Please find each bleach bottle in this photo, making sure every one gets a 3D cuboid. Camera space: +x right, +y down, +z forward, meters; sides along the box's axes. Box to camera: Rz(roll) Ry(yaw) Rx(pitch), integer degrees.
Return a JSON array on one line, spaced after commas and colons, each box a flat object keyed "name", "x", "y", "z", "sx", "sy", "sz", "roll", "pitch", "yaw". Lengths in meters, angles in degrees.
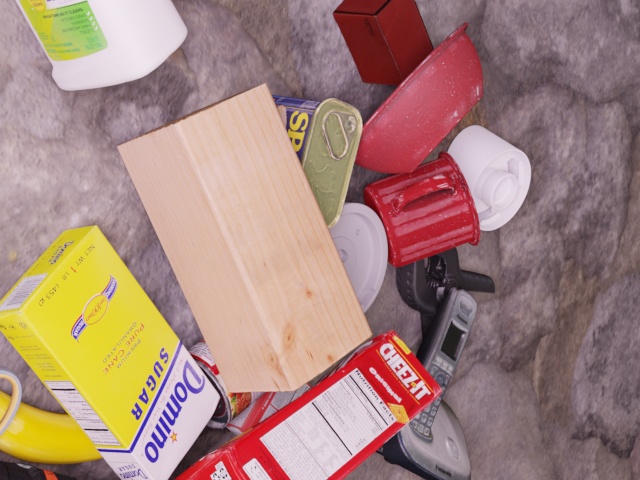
[{"name": "bleach bottle", "x": -0.182, "y": -0.214, "z": 0.653, "sx": 0.068, "sy": 0.103, "sz": 0.250, "roll": -53, "pitch": 127, "yaw": -35}]

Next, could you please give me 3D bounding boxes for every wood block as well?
[{"name": "wood block", "x": -0.055, "y": 0.001, "z": 0.794, "sx": 0.090, "sy": 0.091, "sz": 0.206, "roll": -31, "pitch": 102, "yaw": -38}]

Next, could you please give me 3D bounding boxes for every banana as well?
[{"name": "banana", "x": -0.179, "y": 0.131, "z": 0.783, "sx": 0.197, "sy": 0.037, "sz": 0.069, "roll": 18, "pitch": 88, "yaw": -48}]

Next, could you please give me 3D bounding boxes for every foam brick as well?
[{"name": "foam brick", "x": 0.057, "y": -0.183, "z": 0.940, "sx": 0.051, "sy": 0.053, "sz": 0.078, "roll": -50, "pitch": 132, "yaw": -26}]

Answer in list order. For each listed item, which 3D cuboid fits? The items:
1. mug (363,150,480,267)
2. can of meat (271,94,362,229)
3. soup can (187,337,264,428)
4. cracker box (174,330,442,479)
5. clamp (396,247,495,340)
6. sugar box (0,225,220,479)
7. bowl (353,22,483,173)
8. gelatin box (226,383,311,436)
[{"name": "mug", "x": 0.091, "y": -0.029, "z": 0.967, "sx": 0.081, "sy": 0.117, "sz": 0.093, "roll": -20, "pitch": 76, "yaw": -6}, {"name": "can of meat", "x": -0.023, "y": -0.066, "z": 0.862, "sx": 0.057, "sy": 0.084, "sz": 0.102, "roll": 13, "pitch": 91, "yaw": -48}, {"name": "soup can", "x": -0.064, "y": 0.098, "z": 0.876, "sx": 0.102, "sy": 0.069, "sz": 0.068, "roll": -36, "pitch": 125, "yaw": -36}, {"name": "cracker box", "x": -0.029, "y": 0.166, "z": 0.796, "sx": 0.072, "sy": 0.164, "sz": 0.213, "roll": 53, "pitch": 39, "yaw": 7}, {"name": "clamp", "x": 0.115, "y": 0.057, "z": 1.082, "sx": 0.171, "sy": 0.039, "sz": 0.120, "roll": 42, "pitch": 67, "yaw": -45}, {"name": "sugar box", "x": -0.148, "y": 0.086, "z": 0.765, "sx": 0.176, "sy": 0.048, "sz": 0.093, "roll": 56, "pitch": 47, "yaw": -25}, {"name": "bowl", "x": 0.089, "y": -0.109, "z": 0.918, "sx": 0.055, "sy": 0.162, "sz": 0.162, "roll": 43, "pitch": 61, "yaw": 2}, {"name": "gelatin box", "x": -0.036, "y": 0.156, "z": 0.950, "sx": 0.073, "sy": 0.030, "sz": 0.089, "roll": -59, "pitch": 136, "yaw": -19}]
